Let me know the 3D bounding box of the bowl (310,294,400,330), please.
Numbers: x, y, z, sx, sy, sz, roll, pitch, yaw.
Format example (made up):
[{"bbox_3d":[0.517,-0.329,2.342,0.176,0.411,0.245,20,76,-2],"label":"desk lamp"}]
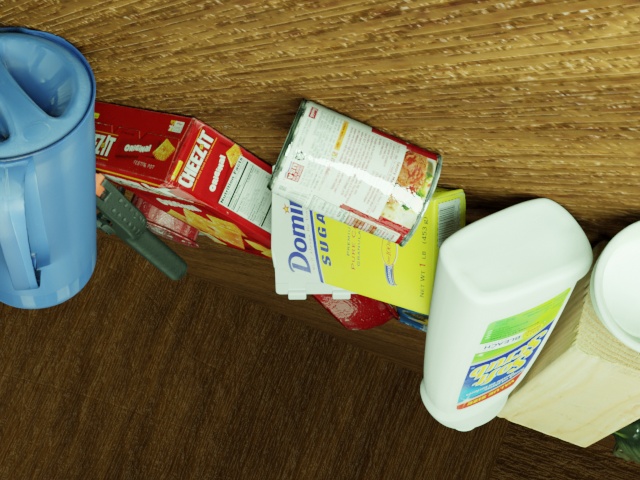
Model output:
[{"bbox_3d":[0.019,0.056,1.269,0.162,0.055,0.162,44,176,4],"label":"bowl"}]

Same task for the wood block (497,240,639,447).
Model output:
[{"bbox_3d":[0.215,0.088,0.841,0.090,0.090,0.206,19,158,0],"label":"wood block"}]

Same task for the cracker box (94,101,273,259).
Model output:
[{"bbox_3d":[-0.113,-0.052,1.037,0.164,0.072,0.213,14,168,44],"label":"cracker box"}]

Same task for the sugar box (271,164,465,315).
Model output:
[{"bbox_3d":[0.033,-0.006,0.852,0.177,0.093,0.048,13,-162,41],"label":"sugar box"}]

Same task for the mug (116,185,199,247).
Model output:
[{"bbox_3d":[-0.173,-0.050,1.179,0.117,0.081,0.093,18,172,25],"label":"mug"}]

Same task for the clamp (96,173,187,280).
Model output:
[{"bbox_3d":[-0.221,-0.031,1.075,0.165,0.036,0.210,30,168,12],"label":"clamp"}]

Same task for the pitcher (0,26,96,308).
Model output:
[{"bbox_3d":[-0.244,-0.038,0.871,0.145,0.149,0.243,31,147,14],"label":"pitcher"}]

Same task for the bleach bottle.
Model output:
[{"bbox_3d":[0.128,0.076,0.804,0.251,0.102,0.068,89,156,-56],"label":"bleach bottle"}]

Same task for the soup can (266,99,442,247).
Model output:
[{"bbox_3d":[0.022,-0.046,0.721,0.102,0.068,0.068,23,172,-4],"label":"soup can"}]
